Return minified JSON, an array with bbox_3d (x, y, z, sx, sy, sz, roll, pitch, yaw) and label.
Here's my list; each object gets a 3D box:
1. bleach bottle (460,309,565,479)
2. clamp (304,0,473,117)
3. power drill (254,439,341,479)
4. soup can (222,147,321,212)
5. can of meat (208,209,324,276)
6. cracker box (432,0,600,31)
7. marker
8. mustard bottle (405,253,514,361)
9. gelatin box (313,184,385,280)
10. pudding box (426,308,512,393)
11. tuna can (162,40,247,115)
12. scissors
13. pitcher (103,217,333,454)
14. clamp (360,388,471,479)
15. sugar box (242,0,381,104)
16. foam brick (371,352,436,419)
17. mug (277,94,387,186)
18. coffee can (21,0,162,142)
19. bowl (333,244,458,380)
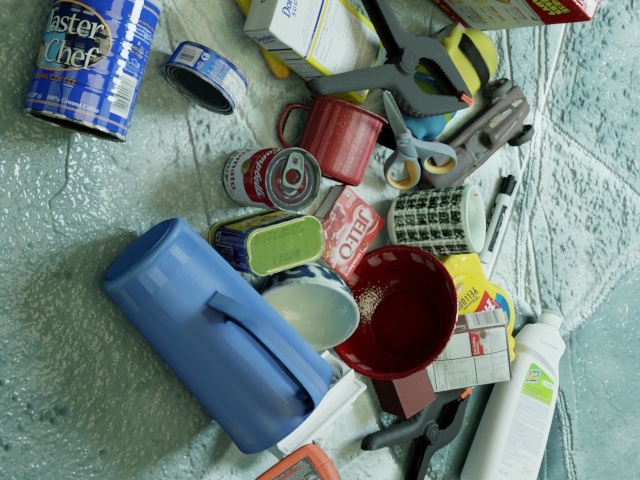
[{"bbox_3d":[0.270,0.214,1.406,0.102,0.068,0.251,28,78,-31],"label":"bleach bottle"},{"bbox_3d":[0.080,-0.188,1.175,0.209,0.036,0.164,34,70,-26],"label":"clamp"},{"bbox_3d":[-0.056,0.285,1.147,0.184,0.188,0.057,-34,79,-17],"label":"power drill"},{"bbox_3d":[-0.054,-0.067,1.151,0.068,0.102,0.068,-4,97,-31],"label":"soup can"},{"bbox_3d":[-0.058,0.001,1.167,0.101,0.084,0.057,-17,103,-30],"label":"can of meat"},{"bbox_3d":[0.197,-0.315,1.214,0.164,0.214,0.072,34,77,-30],"label":"cracker box"},{"bbox_3d":[0.228,-0.028,1.378,0.020,0.020,0.121,24,82,-31],"label":"marker"},{"bbox_3d":[0.190,0.088,1.343,0.096,0.058,0.191,-43,117,-6],"label":"mustard bottle"},{"bbox_3d":[0.025,-0.010,1.249,0.073,0.030,0.089,42,74,-28],"label":"gelatin box"},{"bbox_3d":[0.176,0.137,1.311,0.113,0.039,0.090,-9,122,4],"label":"pudding box"},{"bbox_3d":[-0.119,-0.169,1.111,0.086,0.086,0.033,39,73,-29],"label":"tuna can"},{"bbox_3d":[0.112,-0.115,1.199,0.096,0.202,0.016,-9,63,-4],"label":"scissors"},{"bbox_3d":[-0.103,0.095,1.104,0.149,0.145,0.242,-35,108,18],"label":"pitcher"},{"bbox_3d":[0.122,0.236,1.328,0.171,0.039,0.120,-54,128,-22],"label":"clamp"},{"bbox_3d":[-0.005,-0.227,1.169,0.176,0.048,0.093,30,70,-44],"label":"sugar box"},{"bbox_3d":[0.098,0.169,1.299,0.051,0.053,0.078,-29,110,-26],"label":"foam brick"},{"bbox_3d":[0.008,-0.114,1.201,0.117,0.093,0.081,20,90,0],"label":"mug"},{"bbox_3d":[-0.221,-0.177,1.037,0.102,0.103,0.140,17,87,-32],"label":"coffee can"},{"bbox_3d":[0.091,0.089,1.248,0.055,0.162,0.162,38,73,-59],"label":"bowl"}]
